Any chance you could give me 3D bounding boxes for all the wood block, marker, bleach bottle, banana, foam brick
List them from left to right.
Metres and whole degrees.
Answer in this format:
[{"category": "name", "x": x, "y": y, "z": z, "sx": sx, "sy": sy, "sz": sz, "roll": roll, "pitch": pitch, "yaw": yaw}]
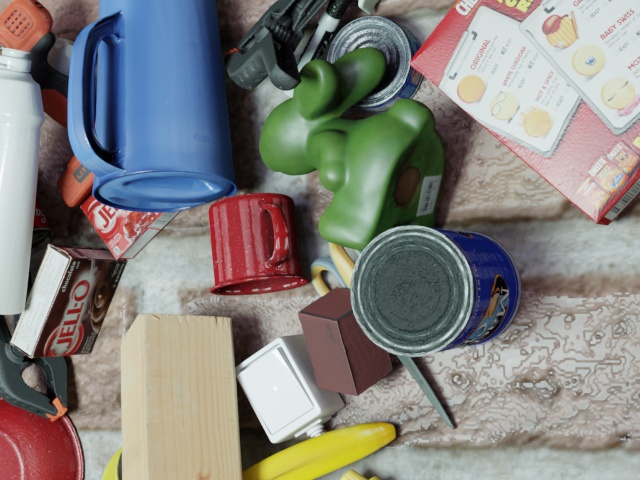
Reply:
[{"category": "bleach bottle", "x": -0.315, "y": -0.060, "z": 1.033, "sx": 0.103, "sy": 0.067, "sz": 0.251, "roll": 15, "pitch": 98, "yaw": 43}, {"category": "wood block", "x": -0.128, "y": 0.179, "z": 0.966, "sx": 0.090, "sy": 0.090, "sz": 0.206, "roll": 130, "pitch": 140, "yaw": -56}, {"category": "banana", "x": -0.025, "y": 0.210, "z": 0.978, "sx": 0.198, "sy": 0.069, "sz": 0.037, "roll": -32, "pitch": 71, "yaw": 22}, {"category": "marker", "x": -0.002, "y": -0.182, "z": 0.982, "sx": 0.020, "sy": 0.020, "sz": 0.121, "roll": 47, "pitch": 129, "yaw": 19}, {"category": "foam brick", "x": 0.023, "y": 0.090, "z": 0.946, "sx": 0.053, "sy": 0.051, "sz": 0.078, "roll": 8, "pitch": 120, "yaw": 46}]

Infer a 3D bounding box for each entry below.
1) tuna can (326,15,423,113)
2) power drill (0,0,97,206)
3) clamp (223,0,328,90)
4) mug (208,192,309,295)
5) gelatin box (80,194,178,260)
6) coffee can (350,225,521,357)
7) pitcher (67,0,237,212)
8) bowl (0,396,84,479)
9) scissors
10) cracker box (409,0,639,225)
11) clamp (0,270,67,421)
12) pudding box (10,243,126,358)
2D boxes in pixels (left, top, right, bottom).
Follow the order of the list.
[{"category": "tuna can", "x": 0.049, "y": -0.160, "z": 0.973, "sx": 0.086, "sy": 0.033, "sz": 0.086, "roll": -1, "pitch": 88, "yaw": 25}, {"category": "power drill", "x": -0.293, "y": -0.124, "z": 1.082, "sx": 0.187, "sy": 0.057, "sz": 0.184, "roll": 44, "pitch": 104, "yaw": -5}, {"category": "clamp", "x": -0.038, "y": -0.176, "z": 0.945, "sx": 0.210, "sy": 0.036, "sz": 0.164, "roll": -21, "pitch": 39, "yaw": 58}, {"category": "mug", "x": -0.056, "y": 0.001, "z": 0.980, "sx": 0.117, "sy": 0.093, "sz": 0.081, "roll": 149, "pitch": 117, "yaw": -67}, {"category": "gelatin box", "x": -0.193, "y": -0.035, "z": 1.086, "sx": 0.089, "sy": 0.030, "sz": 0.073, "roll": -42, "pitch": 72, "yaw": 18}, {"category": "coffee can", "x": 0.099, "y": 0.041, "z": 0.884, "sx": 0.103, "sy": 0.140, "sz": 0.103, "roll": -1, "pitch": 88, "yaw": 25}, {"category": "pitcher", "x": -0.157, "y": -0.155, "z": 1.001, "sx": 0.145, "sy": 0.149, "sz": 0.243, "roll": -3, "pitch": 77, "yaw": -6}, {"category": "bowl", "x": -0.332, "y": 0.241, "z": 1.131, "sx": 0.162, "sy": 0.055, "sz": 0.162, "roll": -1, "pitch": 88, "yaw": 26}, {"category": "scissors", "x": 0.049, "y": 0.085, "z": 0.970, "sx": 0.096, "sy": 0.016, "sz": 0.202, "roll": -16, "pitch": 101, "yaw": 53}, {"category": "cracker box", "x": 0.208, "y": -0.141, "z": 0.877, "sx": 0.214, "sy": 0.072, "sz": 0.164, "roll": 44, "pitch": 106, "yaw": 21}, {"category": "clamp", "x": -0.313, "y": 0.106, "z": 1.114, "sx": 0.171, "sy": 0.120, "sz": 0.039, "roll": 51, "pitch": 149, "yaw": -7}, {"category": "pudding box", "x": -0.254, "y": 0.062, "z": 1.080, "sx": 0.039, "sy": 0.089, "sz": 0.113, "roll": 25, "pitch": 98, "yaw": 24}]
